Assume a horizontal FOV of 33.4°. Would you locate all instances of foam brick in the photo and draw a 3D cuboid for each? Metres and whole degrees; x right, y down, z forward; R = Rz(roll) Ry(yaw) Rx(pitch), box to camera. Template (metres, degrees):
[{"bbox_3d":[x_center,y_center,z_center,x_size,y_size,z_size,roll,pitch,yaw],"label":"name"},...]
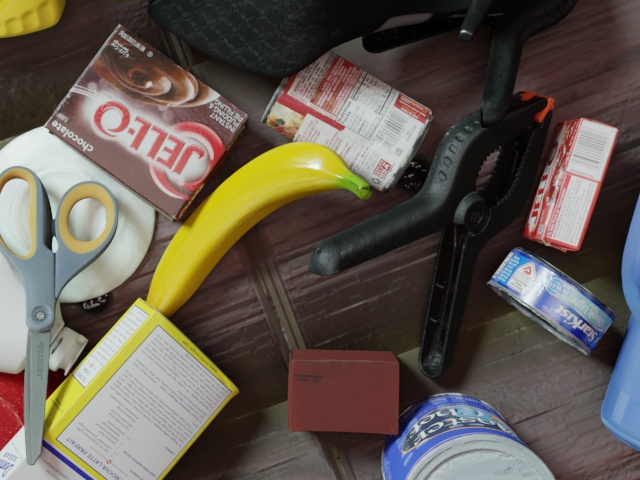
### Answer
[{"bbox_3d":[0.016,0.106,0.759,0.078,0.051,0.053,3,92,-1],"label":"foam brick"}]

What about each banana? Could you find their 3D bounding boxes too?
[{"bbox_3d":[-0.054,-0.015,0.737,0.198,0.069,0.037,-32,134,26],"label":"banana"}]

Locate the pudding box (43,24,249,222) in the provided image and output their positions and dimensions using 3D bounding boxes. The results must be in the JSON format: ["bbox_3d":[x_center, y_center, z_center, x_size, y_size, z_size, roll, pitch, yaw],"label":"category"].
[{"bbox_3d":[-0.120,-0.080,0.747,0.113,0.039,0.090,35,81,-2],"label":"pudding box"}]

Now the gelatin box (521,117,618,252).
[{"bbox_3d":[0.171,-0.038,0.742,0.030,0.073,0.089,18,93,-1],"label":"gelatin box"}]

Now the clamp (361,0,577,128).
[{"bbox_3d":[0.127,-0.152,0.730,0.171,0.039,0.120,-38,67,-7],"label":"clamp"}]

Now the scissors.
[{"bbox_3d":[-0.170,0.041,0.716,0.096,0.016,0.202,-12,75,-18],"label":"scissors"}]

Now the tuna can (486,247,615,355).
[{"bbox_3d":[0.160,0.042,0.740,0.086,0.086,0.034,36,90,-3],"label":"tuna can"}]

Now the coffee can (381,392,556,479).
[{"bbox_3d":[0.097,0.166,0.718,0.103,0.140,0.103,0,93,-1],"label":"coffee can"}]

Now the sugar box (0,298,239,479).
[{"bbox_3d":[-0.147,0.136,0.729,0.176,0.048,0.093,-47,118,-10],"label":"sugar box"}]

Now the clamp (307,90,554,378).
[{"bbox_3d":[0.087,-0.021,0.729,0.164,0.036,0.210,34,86,-44],"label":"clamp"}]

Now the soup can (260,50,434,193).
[{"bbox_3d":[0.019,-0.086,0.740,0.102,0.068,0.068,30,92,-3],"label":"soup can"}]
